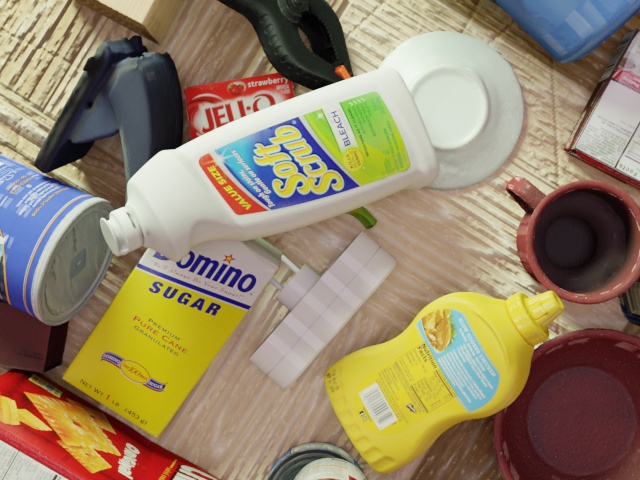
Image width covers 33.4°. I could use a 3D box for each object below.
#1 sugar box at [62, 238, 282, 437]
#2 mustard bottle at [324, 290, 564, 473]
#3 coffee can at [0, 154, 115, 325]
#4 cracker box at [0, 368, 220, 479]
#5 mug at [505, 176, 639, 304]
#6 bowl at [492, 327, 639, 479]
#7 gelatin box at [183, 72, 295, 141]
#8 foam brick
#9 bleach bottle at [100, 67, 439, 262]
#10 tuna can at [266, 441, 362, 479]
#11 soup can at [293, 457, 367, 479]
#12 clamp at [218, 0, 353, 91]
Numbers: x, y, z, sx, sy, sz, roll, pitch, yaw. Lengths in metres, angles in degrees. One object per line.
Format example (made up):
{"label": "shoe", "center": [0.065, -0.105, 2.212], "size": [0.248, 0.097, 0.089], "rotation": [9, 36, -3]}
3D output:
{"label": "sugar box", "center": [-0.116, 0.059, 0.837], "size": [0.093, 0.048, 0.176], "rotation": [33, 106, -7]}
{"label": "mustard bottle", "center": [0.101, 0.095, 0.818], "size": [0.192, 0.058, 0.096], "rotation": [-35, 75, 21]}
{"label": "coffee can", "center": [-0.241, -0.009, 0.816], "size": [0.140, 0.102, 0.103], "rotation": [23, 91, 14]}
{"label": "cracker box", "center": [-0.172, 0.181, 0.801], "size": [0.213, 0.164, 0.072], "rotation": [29, 93, 1]}
{"label": "mug", "center": [0.190, -0.007, 0.834], "size": [0.117, 0.081, 0.093], "rotation": [40, 91, 0]}
{"label": "bowl", "center": [0.214, 0.148, 0.849], "size": [0.162, 0.055, 0.162], "rotation": [0, 91, 1]}
{"label": "gelatin box", "center": [-0.062, -0.093, 0.863], "size": [0.089, 0.030, 0.073], "rotation": [-8, 90, 1]}
{"label": "foam brick", "center": [-0.248, 0.073, 0.857], "size": [0.078, 0.051, 0.053], "rotation": [10, 91, 1]}
{"label": "bleach bottle", "center": [-0.039, -0.043, 0.788], "size": [0.250, 0.068, 0.102], "rotation": [-25, 95, -23]}
{"label": "tuna can", "center": [-0.004, 0.207, 0.863], "size": [0.086, 0.034, 0.086], "rotation": [0, 90, 1]}
{"label": "soup can", "center": [0.008, 0.204, 0.793], "size": [0.068, 0.102, 0.068], "rotation": [0, 90, 1]}
{"label": "clamp", "center": [-0.029, -0.192, 0.839], "size": [0.171, 0.039, 0.120], "rotation": [46, 59, -27]}
